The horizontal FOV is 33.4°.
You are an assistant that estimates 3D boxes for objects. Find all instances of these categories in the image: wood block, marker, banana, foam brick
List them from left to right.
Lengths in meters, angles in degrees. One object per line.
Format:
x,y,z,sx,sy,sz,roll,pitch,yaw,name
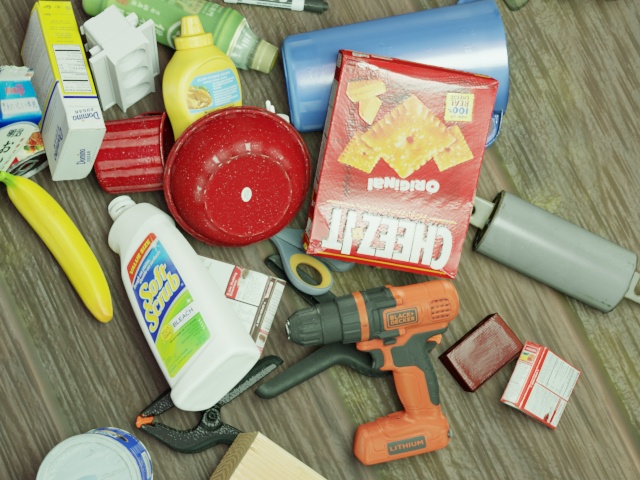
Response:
-0.287,0.003,1.167,0.037,0.069,0.198,-32,102,17,banana
-0.051,-0.280,1.241,0.121,0.020,0.020,7,83,-3,marker
-0.017,0.295,1.114,0.206,0.090,0.090,37,70,-8,wood block
0.178,0.125,1.189,0.078,0.053,0.051,-39,87,-8,foam brick

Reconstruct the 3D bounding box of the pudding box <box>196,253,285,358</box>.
-0.105,0.070,1.164,0.114,0.039,0.090,14,82,29,pudding box

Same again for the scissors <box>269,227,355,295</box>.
-0.058,0.001,1.189,0.201,0.016,0.096,19,49,-2,scissors

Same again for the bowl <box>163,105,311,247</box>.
-0.081,-0.056,1.117,0.162,0.055,0.162,-6,115,-14,bowl

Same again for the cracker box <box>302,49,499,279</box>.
0.081,-0.079,1.112,0.164,0.072,0.214,10,102,-4,cracker box

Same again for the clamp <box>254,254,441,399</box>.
0.028,0.093,1.187,0.210,0.036,0.164,0,70,-9,clamp

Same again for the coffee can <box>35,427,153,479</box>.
-0.230,0.248,1.103,0.102,0.140,0.103,0,83,-4,coffee can

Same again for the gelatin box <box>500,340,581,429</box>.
0.243,0.160,1.177,0.089,0.030,0.073,33,80,-44,gelatin box

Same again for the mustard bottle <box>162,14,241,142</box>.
-0.126,-0.147,1.157,0.096,0.058,0.191,-24,112,-44,mustard bottle

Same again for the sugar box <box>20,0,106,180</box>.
-0.278,-0.162,1.147,0.048,0.093,0.176,-7,62,-30,sugar box

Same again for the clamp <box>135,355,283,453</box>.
-0.114,0.182,1.172,0.171,0.039,0.120,6,76,-10,clamp

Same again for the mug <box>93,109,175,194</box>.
-0.198,-0.103,1.179,0.081,0.093,0.117,-5,47,9,mug

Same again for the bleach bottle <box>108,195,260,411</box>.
-0.166,0.054,1.139,0.103,0.068,0.251,-45,60,15,bleach bottle

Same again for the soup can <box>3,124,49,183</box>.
-0.346,-0.123,1.179,0.068,0.068,0.102,-32,86,-7,soup can

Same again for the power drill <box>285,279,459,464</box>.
0.062,0.140,1.128,0.184,0.057,0.188,-10,110,-7,power drill

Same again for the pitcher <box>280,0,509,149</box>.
0.083,-0.178,1.185,0.243,0.149,0.145,-8,127,-1,pitcher
